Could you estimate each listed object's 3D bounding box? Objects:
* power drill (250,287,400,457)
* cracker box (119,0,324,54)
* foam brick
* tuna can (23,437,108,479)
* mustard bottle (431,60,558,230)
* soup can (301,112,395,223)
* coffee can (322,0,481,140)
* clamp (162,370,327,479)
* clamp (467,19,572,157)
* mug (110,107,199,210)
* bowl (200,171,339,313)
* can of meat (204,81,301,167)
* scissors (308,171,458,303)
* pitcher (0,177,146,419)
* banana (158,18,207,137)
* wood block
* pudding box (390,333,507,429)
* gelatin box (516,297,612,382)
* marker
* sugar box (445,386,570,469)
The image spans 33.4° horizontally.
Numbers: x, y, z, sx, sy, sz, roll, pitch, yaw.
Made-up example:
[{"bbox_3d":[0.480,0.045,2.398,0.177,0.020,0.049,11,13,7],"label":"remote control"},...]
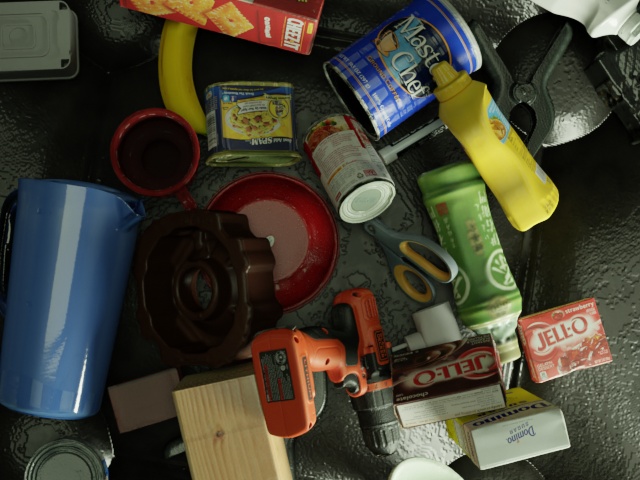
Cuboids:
[{"bbox_3d":[0.013,0.147,1.100,0.057,0.187,0.184,-16,85,33],"label":"power drill"},{"bbox_3d":[-0.093,-0.305,1.153,0.213,0.072,0.164,15,63,-1],"label":"cracker box"},{"bbox_3d":[-0.182,0.170,1.147,0.078,0.053,0.051,-17,87,-2],"label":"foam brick"},{"bbox_3d":[-0.272,0.255,1.147,0.086,0.034,0.086,0,86,-2],"label":"tuna can"},{"bbox_3d":[0.177,-0.106,1.122,0.058,0.096,0.191,-30,105,24],"label":"mustard bottle"},{"bbox_3d":[0.030,-0.078,1.144,0.068,0.068,0.102,-25,57,-4],"label":"soup can"},{"bbox_3d":[0.088,-0.190,1.157,0.140,0.103,0.103,-36,88,-4],"label":"coffee can"},{"bbox_3d":[-0.064,0.189,1.158,0.164,0.036,0.210,24,89,-1],"label":"clamp"},{"bbox_3d":[0.232,-0.170,1.194,0.120,0.039,0.171,-9,93,2],"label":"clamp"},{"bbox_3d":[-0.167,-0.080,1.150,0.093,0.081,0.117,-36,88,-4],"label":"mug"},{"bbox_3d":[-0.058,0.001,1.163,0.162,0.055,0.162,0,87,-2],"label":"bowl"},{"bbox_3d":[-0.075,-0.126,1.161,0.102,0.058,0.084,-2,83,-21],"label":"can of meat"},{"bbox_3d":[0.064,0.002,1.179,0.202,0.096,0.016,30,48,27],"label":"scissors"},{"bbox_3d":[-0.275,0.057,1.123,0.144,0.149,0.243,10,89,-17],"label":"pitcher"},{"bbox_3d":[-0.147,-0.205,1.185,0.069,0.037,0.198,-2,89,-32],"label":"banana"},{"bbox_3d":[-0.080,0.238,1.096,0.091,0.090,0.206,-12,92,3],"label":"wood block"},{"bbox_3d":[0.130,0.144,1.097,0.113,0.090,0.039,-16,115,10],"label":"pudding box"},{"bbox_3d":[0.268,0.110,1.179,0.089,0.030,0.073,-16,87,-3],"label":"gelatin box"},{"bbox_3d":[0.120,-0.122,1.195,0.121,0.020,0.020,-31,88,-4],"label":"marker"},{"bbox_3d":[0.186,0.189,1.097,0.093,0.176,0.048,-14,87,-3],"label":"sugar box"}]
